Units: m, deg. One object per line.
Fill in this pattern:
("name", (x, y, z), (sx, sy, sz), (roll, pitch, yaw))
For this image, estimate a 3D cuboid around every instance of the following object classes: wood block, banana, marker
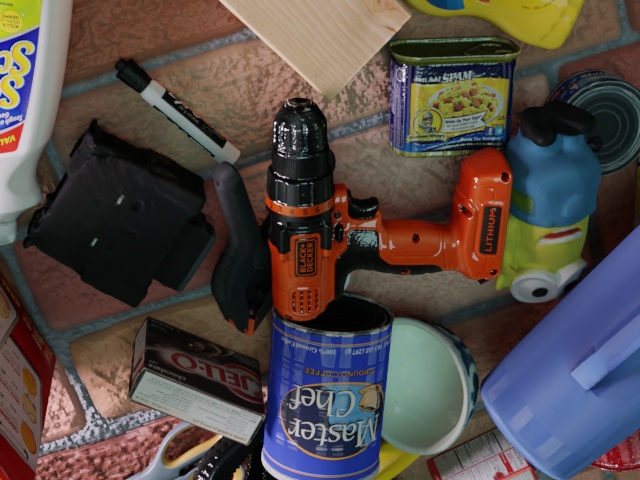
("wood block", (-0.042, -0.211, 0.777), (0.206, 0.090, 0.091), (40, 102, -21))
("banana", (0.032, 0.210, 0.974), (0.198, 0.069, 0.037), (-33, 99, 7))
("marker", (-0.114, -0.102, 0.849), (0.121, 0.020, 0.020), (40, 102, -20))

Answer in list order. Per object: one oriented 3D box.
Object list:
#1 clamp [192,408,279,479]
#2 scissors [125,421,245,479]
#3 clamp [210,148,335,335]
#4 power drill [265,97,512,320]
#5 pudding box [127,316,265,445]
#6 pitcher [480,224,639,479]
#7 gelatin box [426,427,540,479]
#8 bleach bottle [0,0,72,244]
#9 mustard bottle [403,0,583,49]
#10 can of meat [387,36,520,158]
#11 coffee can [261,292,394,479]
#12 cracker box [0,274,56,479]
("clamp", (-0.094, 0.246, 0.946), (0.164, 0.036, 0.210), (16, 93, -45))
("scissors", (-0.154, 0.236, 0.984), (0.202, 0.016, 0.096), (-40, 112, 9))
("clamp", (-0.056, 0.001, 0.867), (0.120, 0.039, 0.171), (1, 115, -43))
("power drill", (0.050, -0.028, 0.827), (0.187, 0.057, 0.184), (-4, 122, -8))
("pudding box", (-0.104, 0.118, 0.903), (0.113, 0.090, 0.039), (22, 108, -16))
("pitcher", (0.246, 0.079, 0.853), (0.243, 0.145, 0.149), (-44, 121, 13))
("gelatin box", (0.150, 0.216, 0.988), (0.089, 0.073, 0.030), (-26, 114, 2))
("bleach bottle", (-0.235, -0.115, 0.803), (0.102, 0.068, 0.251), (6, 113, -2))
("mustard bottle", (0.109, -0.216, 0.813), (0.191, 0.058, 0.096), (14, 108, -13))
("can of meat", (0.105, -0.115, 0.855), (0.102, 0.057, 0.084), (-3, 115, -6))
("coffee can", (0.005, 0.125, 0.903), (0.102, 0.103, 0.140), (2, 106, -9))
("cracker box", (-0.276, 0.089, 0.799), (0.072, 0.214, 0.164), (-25, 113, 2))
